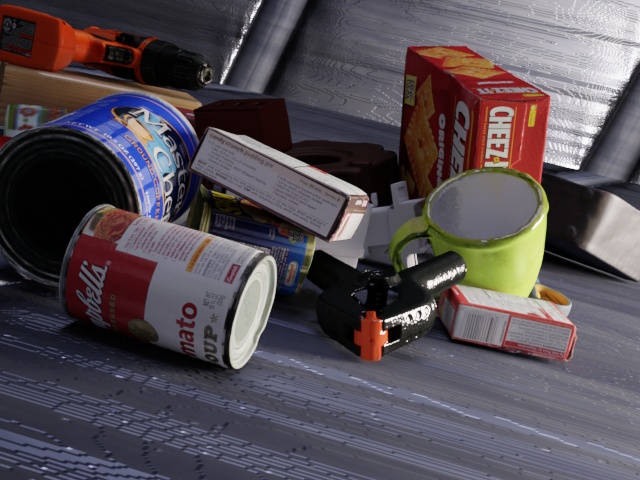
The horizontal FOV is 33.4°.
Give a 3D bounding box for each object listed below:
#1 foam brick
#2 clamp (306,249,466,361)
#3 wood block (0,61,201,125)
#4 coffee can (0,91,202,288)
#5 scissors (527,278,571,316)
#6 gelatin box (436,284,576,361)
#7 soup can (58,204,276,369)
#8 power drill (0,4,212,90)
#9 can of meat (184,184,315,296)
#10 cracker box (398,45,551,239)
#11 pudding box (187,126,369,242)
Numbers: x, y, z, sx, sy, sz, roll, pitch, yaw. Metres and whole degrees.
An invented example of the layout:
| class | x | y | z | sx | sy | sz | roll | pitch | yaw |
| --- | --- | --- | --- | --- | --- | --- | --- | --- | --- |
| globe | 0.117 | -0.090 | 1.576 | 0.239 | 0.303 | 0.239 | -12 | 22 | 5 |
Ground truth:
| class | x | y | z | sx | sy | sz | roll | pitch | yaw |
| --- | --- | --- | --- | --- | --- | --- | --- | --- | --- |
| foam brick | -0.075 | -0.108 | 1.036 | 0.078 | 0.051 | 0.052 | 3 | 18 | 28 |
| clamp | 0.030 | 0.037 | 0.733 | 0.120 | 0.039 | 0.171 | -3 | 12 | 17 |
| wood block | -0.244 | -0.130 | 1.150 | 0.205 | 0.091 | 0.090 | 9 | 12 | -21 |
| coffee can | -0.145 | -0.038 | 0.708 | 0.103 | 0.103 | 0.140 | 14 | 18 | 6 |
| scissors | 0.175 | 0.036 | 0.987 | 0.096 | 0.016 | 0.202 | 12 | 10 | -5 |
| gelatin box | 0.135 | 0.059 | 0.783 | 0.089 | 0.030 | 0.073 | 12 | 9 | -4 |
| soup can | -0.083 | 0.025 | 0.593 | 0.102 | 0.068 | 0.068 | 16 | 11 | 14 |
| power drill | -0.229 | -0.195 | 1.109 | 0.185 | 0.057 | 0.187 | 16 | 8 | 31 |
| can of meat | -0.055 | 0.001 | 0.789 | 0.084 | 0.057 | 0.102 | 14 | 11 | -12 |
| cracker box | 0.131 | -0.078 | 0.976 | 0.072 | 0.164 | 0.214 | -2 | 22 | -10 |
| pudding box | -0.027 | -0.039 | 0.750 | 0.113 | 0.039 | 0.090 | 25 | 7 | 10 |
